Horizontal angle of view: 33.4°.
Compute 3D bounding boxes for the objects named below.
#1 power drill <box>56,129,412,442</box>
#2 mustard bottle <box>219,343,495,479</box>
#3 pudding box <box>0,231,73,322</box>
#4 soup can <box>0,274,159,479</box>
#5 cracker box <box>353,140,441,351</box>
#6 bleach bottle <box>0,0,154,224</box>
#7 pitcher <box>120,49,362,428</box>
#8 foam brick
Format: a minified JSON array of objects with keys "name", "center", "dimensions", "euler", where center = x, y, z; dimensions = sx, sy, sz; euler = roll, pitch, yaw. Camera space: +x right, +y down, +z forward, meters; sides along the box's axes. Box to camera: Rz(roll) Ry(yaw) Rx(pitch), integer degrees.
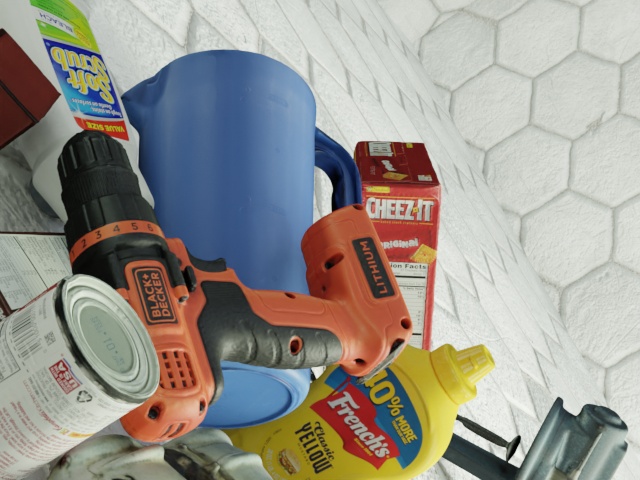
[{"name":"power drill","center":[-0.050,0.018,0.608],"dimensions":[0.187,0.057,0.184],"euler":[-2,60,-34]},{"name":"mustard bottle","center":[0.031,0.122,0.723],"dimensions":[0.096,0.192,0.058],"euler":[62,16,10]},{"name":"pudding box","center":[-0.158,0.040,0.593],"dimensions":[0.090,0.039,0.113],"euler":[57,12,10]},{"name":"soup can","center":[-0.134,0.069,0.490],"dimensions":[0.068,0.102,0.068],"euler":[51,17,-22]},{"name":"cracker box","center":[0.056,0.035,0.912],"dimensions":[0.164,0.072,0.214],"euler":[-88,180,-74]},{"name":"bleach bottle","center":[-0.165,-0.081,0.705],"dimensions":[0.102,0.068,0.251],"euler":[28,25,-53]},{"name":"pitcher","center":[-0.055,0.001,0.735],"dimensions":[0.145,0.149,0.243],"euler":[59,23,-54]},{"name":"foam brick","center":[-0.201,-0.075,0.616],"dimensions":[0.051,0.078,0.053],"euler":[52,19,-20]}]
